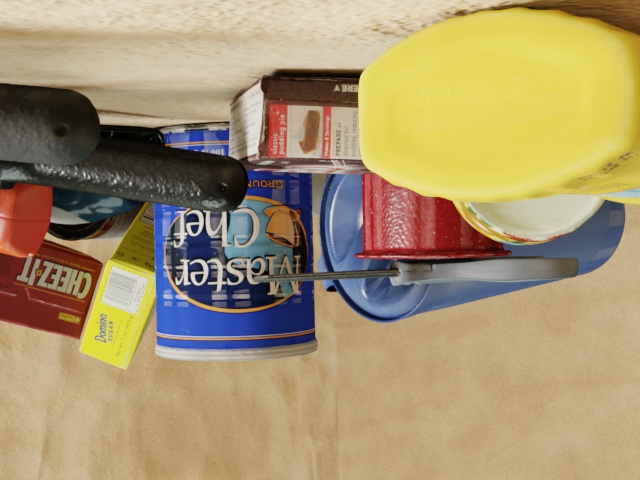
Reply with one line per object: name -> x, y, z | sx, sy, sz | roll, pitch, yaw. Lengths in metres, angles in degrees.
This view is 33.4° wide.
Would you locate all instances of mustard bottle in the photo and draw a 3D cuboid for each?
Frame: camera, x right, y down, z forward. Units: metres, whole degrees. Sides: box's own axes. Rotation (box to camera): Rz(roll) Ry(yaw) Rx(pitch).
mustard bottle -> 0.103, -0.042, 0.391 | 0.096, 0.058, 0.191 | -4, 179, 37

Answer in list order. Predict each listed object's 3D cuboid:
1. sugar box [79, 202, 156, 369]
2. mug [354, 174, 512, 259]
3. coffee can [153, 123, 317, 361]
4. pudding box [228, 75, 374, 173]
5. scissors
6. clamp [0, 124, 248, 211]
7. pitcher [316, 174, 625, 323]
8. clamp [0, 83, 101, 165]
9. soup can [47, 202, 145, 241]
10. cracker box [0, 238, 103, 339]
sugar box -> -0.138, 0.014, 0.862 | 0.048, 0.093, 0.176 | 21, -151, -6
mug -> 0.075, -0.031, 0.624 | 0.117, 0.081, 0.093 | -1, -179, 42
coffee can -> -0.054, 0.001, 0.675 | 0.103, 0.140, 0.103 | -1, -179, 0
pudding box -> 0.008, -0.050, 0.489 | 0.090, 0.039, 0.113 | 0, 180, -11
scissors -> 0.070, 0.019, 0.637 | 0.201, 0.016, 0.096 | -2, 179, -35
clamp -> -0.151, -0.044, 0.504 | 0.209, 0.036, 0.165 | 5, -172, -16
pitcher -> 0.122, -0.011, 0.854 | 0.242, 0.145, 0.149 | -5, -157, -38
clamp -> -0.160, -0.044, 0.341 | 0.171, 0.039, 0.120 | -4, -173, -43
soup can -> -0.191, -0.034, 0.894 | 0.068, 0.068, 0.102 | -1, -179, 7
cracker box -> -0.295, 0.004, 0.832 | 0.163, 0.072, 0.214 | 20, 178, -42
